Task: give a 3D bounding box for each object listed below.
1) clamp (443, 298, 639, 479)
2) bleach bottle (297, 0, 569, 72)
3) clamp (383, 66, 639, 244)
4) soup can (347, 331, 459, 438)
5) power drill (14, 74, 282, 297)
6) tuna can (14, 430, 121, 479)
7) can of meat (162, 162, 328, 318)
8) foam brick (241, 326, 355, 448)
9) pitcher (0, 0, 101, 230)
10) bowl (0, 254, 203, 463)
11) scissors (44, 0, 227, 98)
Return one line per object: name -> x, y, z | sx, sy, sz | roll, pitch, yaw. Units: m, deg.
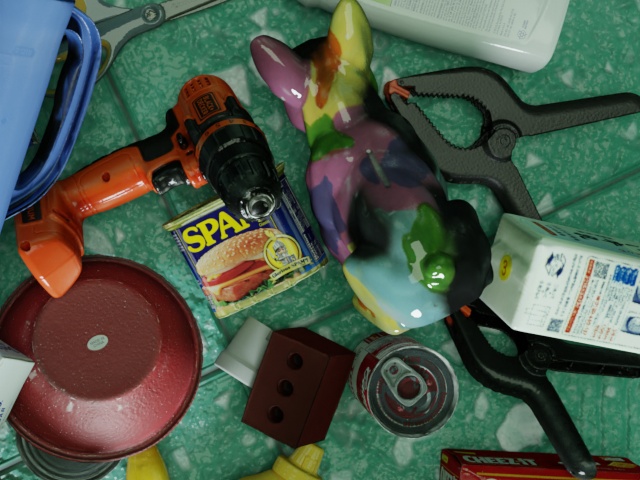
clamp -> 0.169, 0.108, 0.844 | 0.171, 0.039, 0.120 | 25, 53, 5
bleach bottle -> 0.067, -0.212, 0.834 | 0.250, 0.068, 0.102 | 16, 88, -5
clamp -> 0.152, -0.087, 0.858 | 0.210, 0.036, 0.164 | 32, 90, -8
soup can -> 0.060, 0.108, 0.819 | 0.068, 0.102, 0.068 | 0, 91, -8
power drill -> -0.124, -0.035, 0.765 | 0.187, 0.184, 0.057 | -28, 124, -1
tuna can -> -0.189, 0.144, 0.822 | 0.086, 0.034, 0.086 | 0, 91, -8
can of meat -> -0.055, 0.001, 0.813 | 0.102, 0.057, 0.084 | -25, 99, 19
foam brick -> -0.016, 0.112, 0.821 | 0.053, 0.051, 0.078 | 22, 96, 26
pitcher -> -0.240, -0.058, 0.673 | 0.149, 0.145, 0.243 | 17, 103, -6
bowl -> -0.164, 0.079, 0.786 | 0.162, 0.055, 0.162 | 4, 70, -11
scissors -> -0.149, -0.186, 0.828 | 0.201, 0.016, 0.096 | -35, 95, -5
